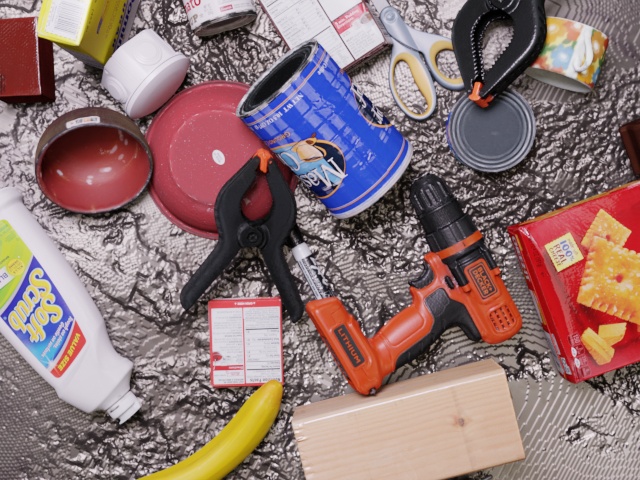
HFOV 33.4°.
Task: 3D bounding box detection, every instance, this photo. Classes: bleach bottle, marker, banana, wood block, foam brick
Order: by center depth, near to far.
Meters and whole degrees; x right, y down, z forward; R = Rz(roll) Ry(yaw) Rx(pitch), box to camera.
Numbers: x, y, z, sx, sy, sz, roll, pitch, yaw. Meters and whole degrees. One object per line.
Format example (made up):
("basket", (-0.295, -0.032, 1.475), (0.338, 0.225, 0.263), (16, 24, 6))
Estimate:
("wood block", (0.083, 0.188, 1.041), (0.206, 0.090, 0.091), (-14, 90, 1))
("foam brick", (-0.296, -0.178, 1.056), (0.053, 0.051, 0.078), (-2, 91, 2))
("bleach bottle", (-0.263, 0.073, 1.058), (0.102, 0.068, 0.251), (-40, 93, 2))
("banana", (-0.110, 0.212, 1.060), (0.198, 0.069, 0.037), (-34, 52, 0))
("marker", (-0.008, 0.034, 1.073), (0.020, 0.020, 0.121), (-28, 91, 1))

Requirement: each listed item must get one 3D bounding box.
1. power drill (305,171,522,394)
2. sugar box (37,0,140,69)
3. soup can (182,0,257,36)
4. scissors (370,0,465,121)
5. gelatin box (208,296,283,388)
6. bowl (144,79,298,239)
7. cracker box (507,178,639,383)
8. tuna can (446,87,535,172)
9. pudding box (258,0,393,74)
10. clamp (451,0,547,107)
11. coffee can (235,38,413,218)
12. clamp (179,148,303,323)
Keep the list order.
("power drill", (0.083, 0.049, 1.043), (0.187, 0.057, 0.184), (-29, 91, -6))
("sugar box", (-0.210, -0.215, 0.991), (0.048, 0.176, 0.093), (18, 92, 2))
("soup can", (-0.107, -0.259, 1.043), (0.068, 0.068, 0.102), (-17, 92, 1))
("scissors", (0.090, -0.221, 1.066), (0.096, 0.016, 0.202), (-15, 92, 3))
("gelatin box", (-0.074, 0.102, 1.071), (0.073, 0.030, 0.089), (-2, 91, 0))
("bowl", (-0.101, -0.081, 1.054), (0.162, 0.055, 0.162), (0, 92, 0))
("cracker box", (0.313, 0.027, 1.041), (0.213, 0.072, 0.164), (-20, 92, 1))
("tuna can", (0.168, -0.110, 1.059), (0.086, 0.034, 0.086), (0, 92, 1))
("pudding box", (0.004, -0.217, 1.051), (0.090, 0.039, 0.113), (-32, 89, 14))
("clamp", (0.188, -0.231, 1.016), (0.165, 0.036, 0.210), (8, 85, 31))
("coffee can", (0.005, -0.104, 1.008), (0.103, 0.103, 0.140), (-44, 110, 2))
("clamp", (-0.057, 0.001, 1.024), (0.120, 0.039, 0.171), (15, 105, -15))
